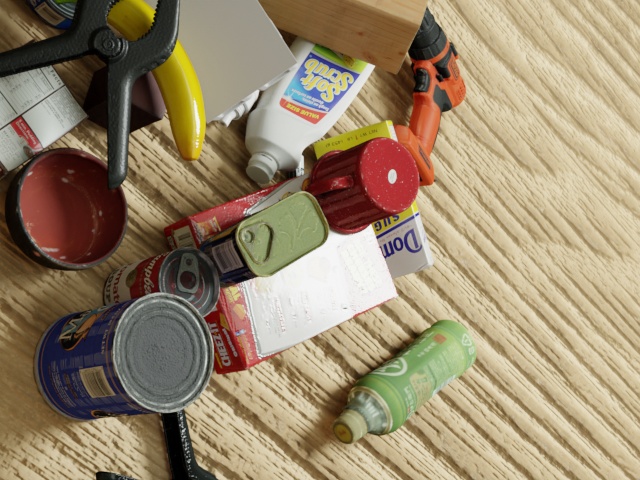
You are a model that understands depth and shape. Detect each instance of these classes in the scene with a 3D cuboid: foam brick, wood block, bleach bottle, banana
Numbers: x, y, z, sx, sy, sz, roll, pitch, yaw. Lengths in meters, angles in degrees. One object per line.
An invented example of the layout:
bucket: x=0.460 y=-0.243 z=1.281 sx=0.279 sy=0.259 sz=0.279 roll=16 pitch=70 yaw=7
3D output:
foam brick: x=-0.189 y=-0.142 z=1.043 sx=0.052 sy=0.078 sz=0.051 roll=29 pitch=64 yaw=-34
wood block: x=0.012 y=-0.278 z=1.183 sx=0.206 sy=0.090 sz=0.090 roll=21 pitch=59 yaw=-3
bleach bottle: x=-0.012 y=-0.160 z=1.212 sx=0.102 sy=0.068 sz=0.250 roll=39 pitch=57 yaw=-19
banana: x=-0.159 y=-0.168 z=0.997 sx=0.069 sy=0.037 sz=0.198 roll=-40 pitch=94 yaw=-6

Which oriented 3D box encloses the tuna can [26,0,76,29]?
tuna can: x=-0.247 y=-0.251 z=1.045 sx=0.085 sy=0.034 sz=0.086 roll=11 pitch=73 yaw=-40

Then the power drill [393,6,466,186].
power drill: x=0.120 y=-0.176 z=1.310 sx=0.184 sy=0.057 sz=0.187 roll=52 pitch=51 yaw=-49

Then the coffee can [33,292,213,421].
coffee can: x=-0.177 y=0.106 z=0.952 sx=0.102 sy=0.141 sz=0.103 roll=11 pitch=73 yaw=-40

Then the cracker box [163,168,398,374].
cracker box: x=-0.040 y=0.025 z=1.125 sx=0.213 sy=0.072 sz=0.164 roll=-23 pitch=93 yaw=-36

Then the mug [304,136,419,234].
mug: x=0.039 y=-0.059 z=1.103 sx=0.117 sy=0.082 sz=0.093 roll=-5 pitch=82 yaw=-36

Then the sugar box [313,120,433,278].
sugar box: x=0.062 y=-0.041 z=1.232 sx=0.048 sy=0.093 sz=0.176 roll=-17 pitch=90 yaw=-77

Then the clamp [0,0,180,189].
clamp: x=-0.186 y=-0.161 z=0.954 sx=0.164 sy=0.036 sz=0.210 roll=44 pitch=80 yaw=-10

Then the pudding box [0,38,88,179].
pudding box: x=-0.282 y=-0.119 z=0.980 sx=0.090 sy=0.039 sz=0.113 roll=56 pitch=48 yaw=-15

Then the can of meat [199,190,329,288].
can of meat: x=-0.057 y=0.001 z=1.020 sx=0.101 sy=0.084 sz=0.057 roll=-31 pitch=97 yaw=-36

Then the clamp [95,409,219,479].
clamp: x=-0.142 y=0.245 z=1.021 sx=0.120 sy=0.039 sz=0.171 roll=-38 pitch=106 yaw=-39

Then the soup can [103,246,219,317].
soup can: x=-0.152 y=0.048 z=1.014 sx=0.068 sy=0.102 sz=0.068 roll=11 pitch=73 yaw=-40
